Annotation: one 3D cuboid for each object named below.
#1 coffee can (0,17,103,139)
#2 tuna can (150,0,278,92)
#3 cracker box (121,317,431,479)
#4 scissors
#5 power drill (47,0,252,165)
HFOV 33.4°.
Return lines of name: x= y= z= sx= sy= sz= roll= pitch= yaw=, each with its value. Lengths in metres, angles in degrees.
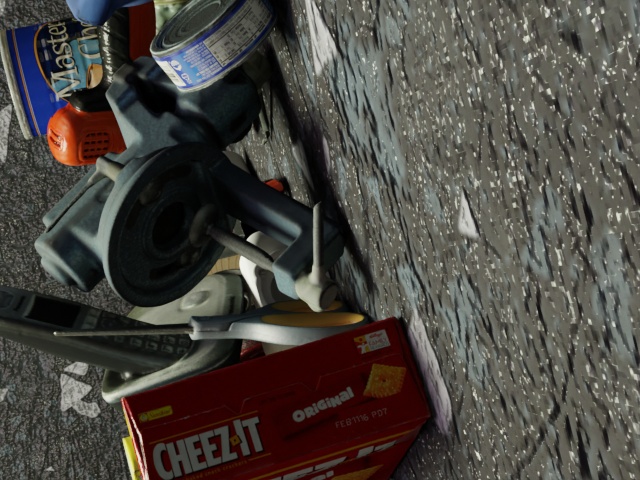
coffee can: x=-0.219 y=-0.160 z=1.001 sx=0.103 sy=0.140 sz=0.103 roll=166 pitch=90 yaw=-80
tuna can: x=-0.072 y=-0.140 z=0.716 sx=0.033 sy=0.086 sz=0.086 roll=51 pitch=-179 yaw=-27
cracker box: x=-0.031 y=0.136 z=0.677 sx=0.214 sy=0.164 sz=0.072 roll=101 pitch=150 yaw=-65
scissors: x=-0.065 y=0.054 z=0.715 sx=0.096 sy=0.202 sz=0.016 roll=-39 pitch=-51 yaw=-77
power drill: x=-0.119 y=-0.150 z=0.835 sx=0.057 sy=0.184 sz=0.188 roll=34 pitch=124 yaw=39
